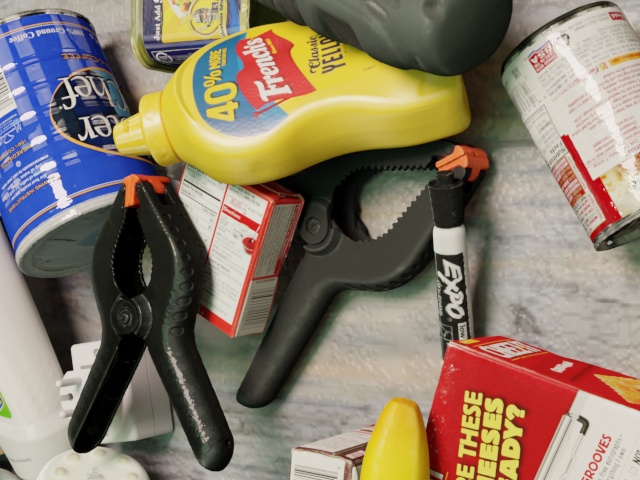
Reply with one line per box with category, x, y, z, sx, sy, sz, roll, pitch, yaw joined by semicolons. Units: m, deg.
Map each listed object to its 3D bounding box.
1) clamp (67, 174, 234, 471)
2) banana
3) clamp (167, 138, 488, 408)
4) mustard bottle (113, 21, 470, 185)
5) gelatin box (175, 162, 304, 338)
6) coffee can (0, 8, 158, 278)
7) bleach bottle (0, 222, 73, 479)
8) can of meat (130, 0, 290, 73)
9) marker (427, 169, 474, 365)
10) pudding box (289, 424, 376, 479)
clamp;-0.108;0.051;0.620;0.120;0.039;0.171;-11;80;29
banana;0.055;0.176;0.506;0.070;0.037;0.198;-29;74;17
clamp;-0.002;-0.015;0.621;0.210;0.036;0.164;-34;74;31
mustard bottle;-0.021;-0.078;0.577;0.192;0.058;0.096;-14;54;10
gelatin box;-0.054;0.001;0.619;0.073;0.030;0.089;30;111;35
coffee can;-0.168;-0.061;0.684;0.103;0.102;0.140;-33;73;27
bleach bottle;-0.221;0.064;0.714;0.103;0.068;0.251;-8;108;54
can of meat;-0.065;-0.156;0.648;0.084;0.057;0.102;1;91;29
marker;0.070;0.021;0.563;0.020;0.020;0.121;6;114;31
pudding box;0.018;0.163;0.578;0.039;0.089;0.113;8;93;30
